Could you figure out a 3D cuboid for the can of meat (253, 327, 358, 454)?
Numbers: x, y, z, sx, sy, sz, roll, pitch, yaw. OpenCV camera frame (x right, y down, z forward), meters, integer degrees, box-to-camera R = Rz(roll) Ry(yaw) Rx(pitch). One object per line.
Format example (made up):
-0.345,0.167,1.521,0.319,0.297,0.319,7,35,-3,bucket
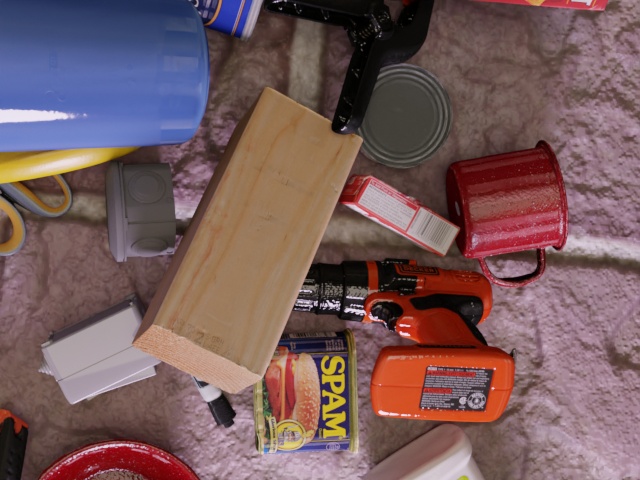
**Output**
-0.014,0.126,0.889,0.084,0.057,0.102,-2,96,-5,can of meat

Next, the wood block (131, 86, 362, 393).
-0.055,0.001,0.817,0.090,0.091,0.206,27,67,-10,wood block

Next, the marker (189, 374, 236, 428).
-0.104,0.104,0.893,0.020,0.020,0.121,-28,98,-4,marker

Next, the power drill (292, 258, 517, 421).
0.061,0.067,0.829,0.184,0.187,0.057,2,113,-8,power drill

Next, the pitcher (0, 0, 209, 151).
-0.204,-0.132,0.736,0.242,0.149,0.145,-2,62,-24,pitcher

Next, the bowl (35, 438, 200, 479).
-0.168,0.238,0.874,0.162,0.055,0.162,0,91,-12,bowl

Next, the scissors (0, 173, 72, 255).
-0.298,-0.061,0.854,0.201,0.016,0.096,28,90,-9,scissors

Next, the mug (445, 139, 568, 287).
0.153,-0.019,0.882,0.081,0.093,0.117,-10,97,-2,mug

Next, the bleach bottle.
0.138,0.289,0.921,0.102,0.068,0.251,-31,100,-3,bleach bottle

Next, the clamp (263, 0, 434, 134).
0.039,-0.157,0.837,0.171,0.039,0.120,-28,104,-38,clamp

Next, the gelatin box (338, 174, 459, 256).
0.063,-0.023,0.876,0.089,0.073,0.030,30,89,-8,gelatin box

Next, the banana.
-0.206,-0.072,0.829,0.197,0.070,0.037,-16,107,-14,banana

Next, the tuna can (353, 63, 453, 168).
0.065,-0.103,0.889,0.086,0.034,0.086,-1,95,-7,tuna can
